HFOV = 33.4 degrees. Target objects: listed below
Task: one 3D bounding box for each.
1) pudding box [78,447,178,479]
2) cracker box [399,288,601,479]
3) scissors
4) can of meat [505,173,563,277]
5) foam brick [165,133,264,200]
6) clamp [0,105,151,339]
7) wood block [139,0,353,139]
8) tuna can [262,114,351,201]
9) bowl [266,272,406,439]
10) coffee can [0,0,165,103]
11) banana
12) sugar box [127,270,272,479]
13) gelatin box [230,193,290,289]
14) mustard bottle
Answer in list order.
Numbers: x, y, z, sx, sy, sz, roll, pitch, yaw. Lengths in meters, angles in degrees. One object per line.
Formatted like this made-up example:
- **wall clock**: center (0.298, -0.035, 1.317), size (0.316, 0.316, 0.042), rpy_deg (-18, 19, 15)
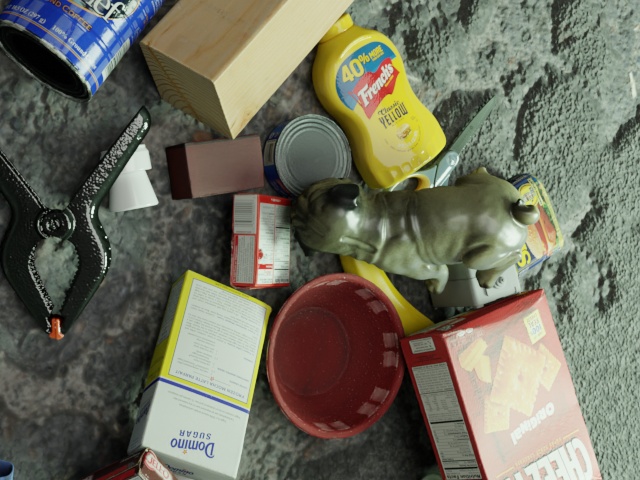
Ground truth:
- **pudding box**: center (-0.152, 0.238, 0.904), size (0.090, 0.039, 0.113), rpy_deg (-27, 112, 20)
- **cracker box**: center (0.188, 0.174, 1.088), size (0.163, 0.072, 0.214), rpy_deg (-17, 89, -39)
- **scissors**: center (0.142, -0.067, 1.156), size (0.201, 0.016, 0.096), rpy_deg (-37, 108, -24)
- **can of meat**: center (0.211, -0.014, 1.172), size (0.083, 0.058, 0.102), rpy_deg (-29, 104, -29)
- **foam brick**: center (-0.099, -0.069, 1.003), size (0.078, 0.053, 0.051), rpy_deg (-11, 95, -28)
- **clamp**: center (-0.220, -0.022, 0.925), size (0.164, 0.036, 0.210), rpy_deg (-7, 97, -7)
- **wood block**: center (-0.060, -0.208, 0.986), size (0.090, 0.091, 0.206), rpy_deg (31, 70, 21)
- **tuna can**: center (-0.014, -0.081, 1.060), size (0.086, 0.034, 0.086), rpy_deg (0, 89, -29)
- **bowl**: center (0.005, 0.112, 1.055), size (0.161, 0.055, 0.162), rpy_deg (0, 90, -31)
- **coffee can**: center (-0.200, -0.205, 0.919), size (0.102, 0.103, 0.140), rpy_deg (40, 72, -23)
- **banana**: center (0.066, 0.044, 1.101), size (0.069, 0.037, 0.198), rpy_deg (-35, 106, -23)
- **sugar box**: center (-0.107, 0.124, 0.962), size (0.093, 0.048, 0.176), rpy_deg (25, 57, -19)
- **gelatin box**: center (-0.057, 0.001, 1.019), size (0.073, 0.030, 0.089), rpy_deg (3, 89, -66)
- **mustard bottle**: center (0.046, -0.154, 1.080), size (0.096, 0.058, 0.191), rpy_deg (-36, 106, -19)
